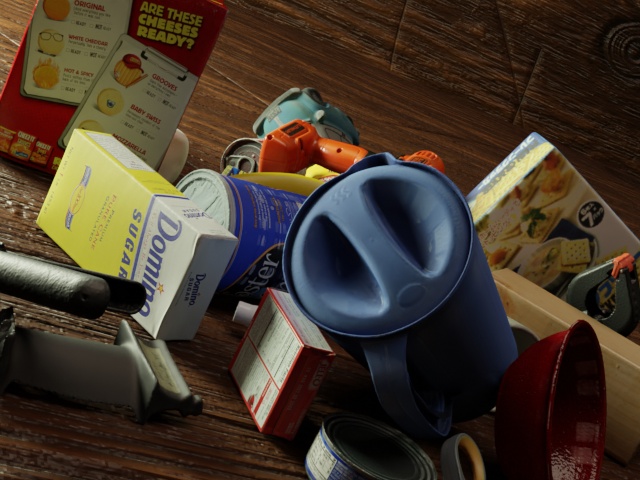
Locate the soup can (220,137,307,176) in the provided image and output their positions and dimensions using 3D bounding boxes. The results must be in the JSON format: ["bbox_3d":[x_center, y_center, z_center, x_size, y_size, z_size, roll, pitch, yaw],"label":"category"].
[{"bbox_3d":[-0.066,-0.089,1.279,0.068,0.068,0.102,31,16,18],"label":"soup can"}]

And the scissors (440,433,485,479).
[{"bbox_3d":[0.087,0.182,0.682,0.096,0.016,0.201,63,25,10],"label":"scissors"}]

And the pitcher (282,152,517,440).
[{"bbox_3d":[0.075,0.062,0.797,0.145,0.149,0.242,33,-10,33],"label":"pitcher"}]

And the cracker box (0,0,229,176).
[{"bbox_3d":[-0.205,-0.160,1.015,0.164,0.214,0.072,21,17,-18],"label":"cracker box"}]

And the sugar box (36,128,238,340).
[{"bbox_3d":[-0.148,-0.007,0.839,0.048,0.093,0.176,6,25,-49],"label":"sugar box"}]

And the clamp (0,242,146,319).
[{"bbox_3d":[-0.217,0.017,0.703,0.210,0.036,0.164,13,-4,6],"label":"clamp"}]

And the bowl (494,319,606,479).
[{"bbox_3d":[0.176,0.141,0.830,0.055,0.162,0.161,0,2,29],"label":"bowl"}]

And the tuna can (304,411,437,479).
[{"bbox_3d":[0.033,0.154,0.719,0.086,0.034,0.086,24,16,-7],"label":"tuna can"}]

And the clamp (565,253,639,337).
[{"bbox_3d":[0.290,0.094,1.104,0.120,0.172,0.039,38,41,16],"label":"clamp"}]

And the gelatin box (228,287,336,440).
[{"bbox_3d":[-0.028,0.087,0.762,0.030,0.073,0.089,17,18,-28],"label":"gelatin box"}]

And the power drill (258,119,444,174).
[{"bbox_3d":[0.031,-0.075,1.172,0.188,0.057,0.184,18,21,16],"label":"power drill"}]

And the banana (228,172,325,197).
[{"bbox_3d":[-0.060,-0.036,1.039,0.197,0.037,0.069,-11,67,-20],"label":"banana"}]

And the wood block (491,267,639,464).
[{"bbox_3d":[0.240,0.119,1.054,0.206,0.090,0.090,32,16,21],"label":"wood block"}]

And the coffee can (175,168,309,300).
[{"bbox_3d":[-0.056,0.001,0.940,0.140,0.103,0.103,12,21,-41],"label":"coffee can"}]
